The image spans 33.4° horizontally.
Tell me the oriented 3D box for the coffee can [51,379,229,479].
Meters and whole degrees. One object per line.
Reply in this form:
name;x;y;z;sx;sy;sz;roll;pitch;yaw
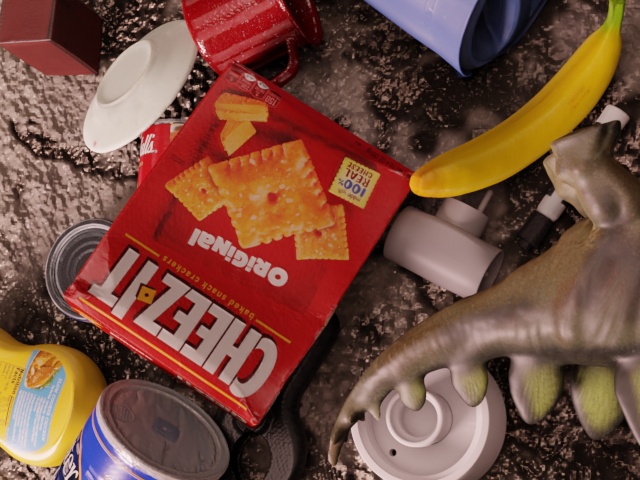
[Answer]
coffee can;-0.144;0.186;0.771;0.103;0.102;0.140;41;110;21

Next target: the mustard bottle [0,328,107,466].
mustard bottle;-0.228;0.127;0.853;0.192;0.058;0.096;13;83;20

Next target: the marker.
marker;0.181;-0.044;0.772;0.020;0.020;0.121;36;92;21

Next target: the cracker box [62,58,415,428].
cracker box;-0.055;0.001;0.767;0.164;0.072;0.213;33;77;2

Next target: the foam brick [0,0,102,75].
foam brick;-0.227;-0.177;0.902;0.051;0.078;0.053;0;77;18

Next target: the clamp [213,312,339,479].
clamp;-0.038;0.128;0.802;0.120;0.039;0.171;-12;76;19

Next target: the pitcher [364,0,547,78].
pitcher;0.056;-0.245;0.782;0.243;0.144;0.149;38;96;19

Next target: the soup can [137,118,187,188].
soup can;-0.111;-0.038;0.841;0.069;0.068;0.102;0;80;18

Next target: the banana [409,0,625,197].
banana;0.148;-0.089;0.764;0.198;0.069;0.037;-43;37;-1

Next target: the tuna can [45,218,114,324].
tuna can;-0.180;0.025;0.870;0.086;0.033;0.086;-4;78;18

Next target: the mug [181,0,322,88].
mug;-0.052;-0.168;0.837;0.082;0.093;0.117;-23;72;18
